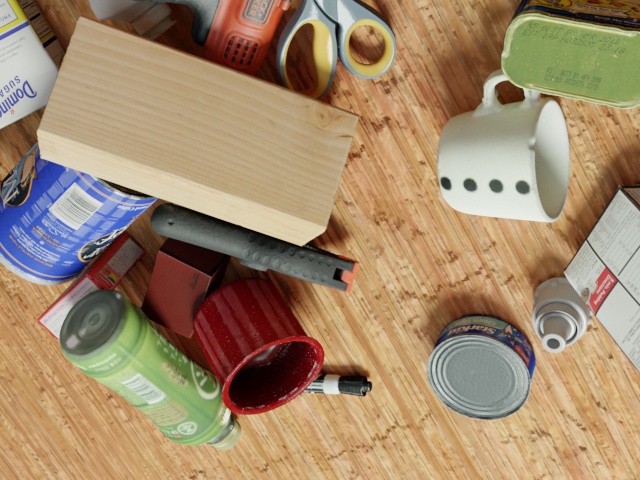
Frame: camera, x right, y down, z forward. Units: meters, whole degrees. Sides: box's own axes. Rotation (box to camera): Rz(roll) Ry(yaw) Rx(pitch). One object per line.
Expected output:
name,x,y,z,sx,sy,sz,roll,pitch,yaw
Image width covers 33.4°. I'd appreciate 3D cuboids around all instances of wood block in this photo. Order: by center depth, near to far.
wood block,-0.089,-0.075,0.773,0.206,0.091,0.090,18,169,-9

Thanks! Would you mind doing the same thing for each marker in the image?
marker,-0.012,0.128,0.958,0.121,0.020,0.020,0,119,22

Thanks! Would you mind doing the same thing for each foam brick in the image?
foam brick,-0.116,0.034,0.923,0.053,0.051,0.078,26,126,4

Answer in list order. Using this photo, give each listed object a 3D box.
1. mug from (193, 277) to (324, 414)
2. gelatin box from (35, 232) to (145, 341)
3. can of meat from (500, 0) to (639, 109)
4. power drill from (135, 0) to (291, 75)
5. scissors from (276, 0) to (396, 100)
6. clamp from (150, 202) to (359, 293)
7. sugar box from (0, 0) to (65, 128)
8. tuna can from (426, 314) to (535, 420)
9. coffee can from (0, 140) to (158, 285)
mug,-0.049,0.088,0.903,0.093,0.117,0.081,-47,51,16
gelatin box,-0.203,0.042,0.949,0.030,0.073,0.089,44,125,-9
can of meat,0.172,-0.130,0.688,0.102,0.083,0.057,13,123,14
power drill,-0.096,-0.215,0.722,0.187,0.057,0.185,15,118,-17
scissors,0.016,-0.181,0.727,0.096,0.016,0.202,-2,131,-16
clamp,-0.056,0.001,0.868,0.171,0.120,0.039,21,99,-11
sugar box,-0.277,-0.180,0.852,0.093,0.048,0.176,-23,112,13
tuna can,0.133,0.104,0.877,0.086,0.033,0.086,10,123,16
coffee can,-0.201,-0.041,0.880,0.103,0.102,0.141,46,125,-9
